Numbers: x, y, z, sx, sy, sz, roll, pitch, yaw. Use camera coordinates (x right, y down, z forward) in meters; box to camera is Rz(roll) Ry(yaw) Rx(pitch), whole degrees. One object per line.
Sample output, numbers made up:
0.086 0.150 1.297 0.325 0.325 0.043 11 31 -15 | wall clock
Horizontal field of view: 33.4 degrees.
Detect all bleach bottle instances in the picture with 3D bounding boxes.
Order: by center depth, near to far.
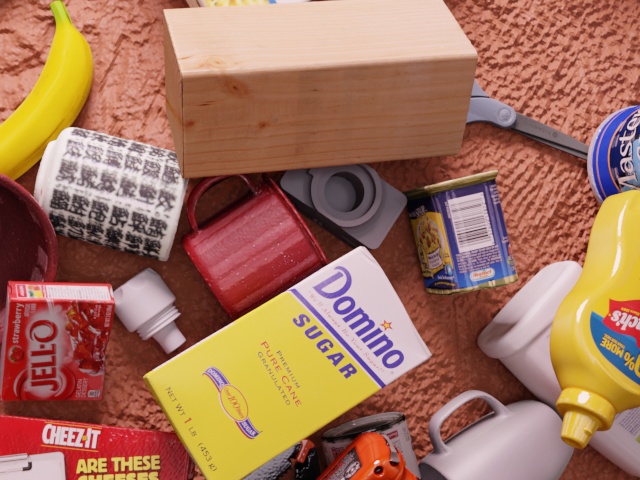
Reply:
0.244 0.137 0.847 0.102 0.068 0.251 -44 96 -13 | bleach bottle

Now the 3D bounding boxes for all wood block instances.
-0.004 -0.112 0.768 0.206 0.091 0.090 -6 132 -13 | wood block

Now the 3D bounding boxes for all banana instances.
-0.228 -0.085 0.794 0.070 0.037 0.197 32 78 21 | banana

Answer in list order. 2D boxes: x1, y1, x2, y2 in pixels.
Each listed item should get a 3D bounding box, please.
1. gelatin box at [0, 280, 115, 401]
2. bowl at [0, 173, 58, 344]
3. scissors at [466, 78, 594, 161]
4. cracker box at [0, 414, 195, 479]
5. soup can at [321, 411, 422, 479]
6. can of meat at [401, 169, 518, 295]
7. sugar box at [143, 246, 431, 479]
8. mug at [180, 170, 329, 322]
-0.190 0.074 0.767 0.073 0.030 0.089 3 118 -21 | gelatin box
-0.269 0.005 0.749 0.162 0.055 0.162 -10 122 -16 | bowl
0.131 -0.090 0.865 0.201 0.016 0.096 37 83 -6 | scissors
-0.179 0.235 0.746 0.164 0.072 0.213 6 79 0 | cracker box
0.044 0.188 0.806 0.068 0.068 0.102 -15 88 -11 | soup can
0.105 -0.004 0.812 0.057 0.102 0.084 -13 91 -11 | can of meat
-0.021 0.086 0.729 0.176 0.048 0.093 -31 90 -13 | sugar box
-0.055 0.001 0.785 0.081 0.093 0.117 -34 118 -6 | mug
